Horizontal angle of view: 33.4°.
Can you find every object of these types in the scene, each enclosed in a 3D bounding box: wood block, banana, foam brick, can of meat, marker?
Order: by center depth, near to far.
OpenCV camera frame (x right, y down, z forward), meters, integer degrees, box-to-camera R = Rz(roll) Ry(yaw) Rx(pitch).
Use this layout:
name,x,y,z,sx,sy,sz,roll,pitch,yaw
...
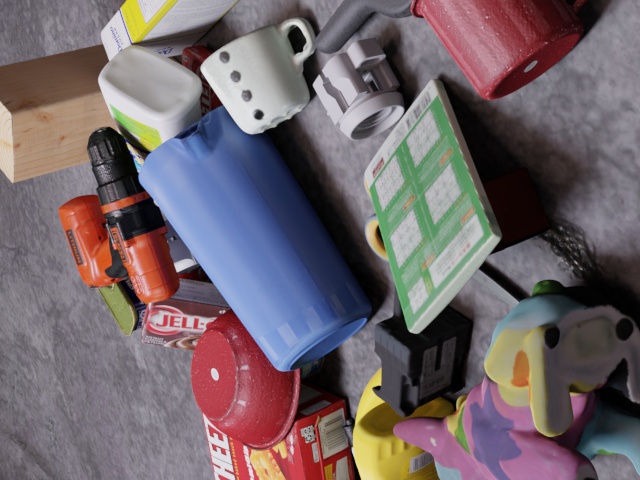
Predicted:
name,x,y,z,sx,sy,sz,roll,pitch,yaw
foam brick,0.124,-0.015,0.813,0.078,0.051,0.053,-25,87,57
banana,0.063,0.185,1.027,0.070,0.037,0.198,17,124,31
marker,0.050,0.238,1.085,0.020,0.020,0.121,-20,90,57
wood block,-0.256,-0.146,1.153,0.091,0.205,0.090,44,140,33
can of meat,-0.222,0.056,1.324,0.102,0.083,0.058,55,144,22

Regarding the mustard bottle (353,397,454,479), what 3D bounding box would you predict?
name,x,y,z,sx,sy,sz,roll,pitch,yaw
mustard bottle,0.078,0.237,0.973,0.058,0.096,0.192,26,127,47

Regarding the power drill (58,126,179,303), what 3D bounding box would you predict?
name,x,y,z,sx,sy,sz,roll,pitch,yaw
power drill,-0.223,-0.021,1.134,0.188,0.057,0.184,-9,101,63

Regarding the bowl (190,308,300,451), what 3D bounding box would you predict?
name,x,y,z,sx,sy,sz,roll,pitch,yaw
bowl,-0.088,0.138,1.099,0.162,0.055,0.162,-3,87,53

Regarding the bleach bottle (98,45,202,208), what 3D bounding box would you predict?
name,x,y,z,sx,sy,sz,roll,pitch,yaw
bleach bottle,-0.160,-0.093,1.127,0.103,0.068,0.251,31,157,18

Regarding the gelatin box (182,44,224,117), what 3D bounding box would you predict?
name,x,y,z,sx,sy,sz,roll,pitch,yaw
gelatin box,-0.113,-0.148,1.105,0.073,0.030,0.089,39,137,37

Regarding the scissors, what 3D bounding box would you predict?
name,x,y,z,sx,sy,sz,roll,pitch,yaw
scissors,0.097,0.018,0.903,0.202,0.016,0.096,51,144,26

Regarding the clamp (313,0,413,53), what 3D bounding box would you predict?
name,x,y,z,sx,sy,sz,roll,pitch,yaw
clamp,0.042,-0.203,0.842,0.172,0.039,0.120,20,124,50

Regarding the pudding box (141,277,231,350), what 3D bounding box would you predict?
name,x,y,z,sx,sy,sz,roll,pitch,yaw
pudding box,-0.138,0.085,1.195,0.090,0.113,0.039,114,160,-48

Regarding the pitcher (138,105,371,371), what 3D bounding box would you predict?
name,x,y,z,sx,sy,sz,roll,pitch,yaw
pitcher,-0.057,0.001,1.030,0.145,0.148,0.243,-45,72,39

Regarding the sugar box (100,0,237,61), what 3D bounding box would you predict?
name,x,y,z,sx,sy,sz,roll,pitch,yaw
sugar box,-0.143,-0.228,1.049,0.177,0.093,0.048,-21,88,57

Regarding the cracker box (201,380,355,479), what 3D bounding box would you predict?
name,x,y,z,sx,sy,sz,roll,pitch,yaw
cracker box,-0.051,0.231,1.180,0.214,0.072,0.164,15,119,52

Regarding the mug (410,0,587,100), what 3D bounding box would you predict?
name,x,y,z,sx,sy,sz,roll,pitch,yaw
mug,0.130,-0.155,0.709,0.117,0.093,0.081,-36,79,19
